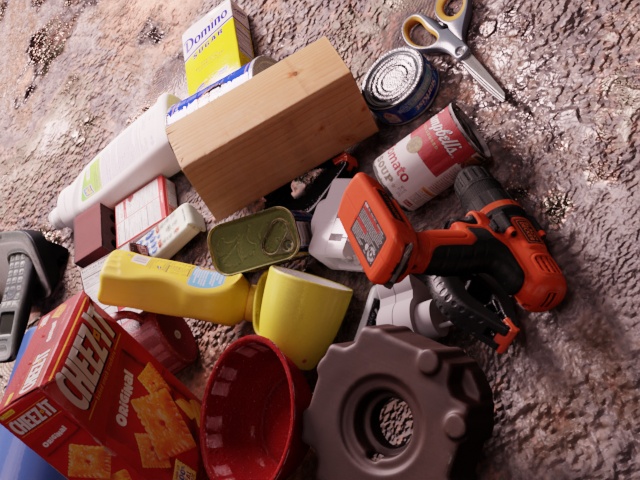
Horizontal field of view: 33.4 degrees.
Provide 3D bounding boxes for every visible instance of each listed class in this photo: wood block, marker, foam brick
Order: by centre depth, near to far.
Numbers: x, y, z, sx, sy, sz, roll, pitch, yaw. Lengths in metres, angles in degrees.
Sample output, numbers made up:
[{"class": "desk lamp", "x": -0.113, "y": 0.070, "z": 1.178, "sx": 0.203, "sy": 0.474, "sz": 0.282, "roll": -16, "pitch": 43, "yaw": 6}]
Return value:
[{"class": "marker", "x": 0.050, "y": 0.078, "z": 1.078, "sx": 0.020, "sy": 0.020, "sz": 0.121, "roll": 2, "pitch": 66, "yaw": 42}, {"class": "wood block", "x": -0.054, "y": -0.123, "z": 1.174, "sx": 0.206, "sy": 0.090, "sz": 0.091, "roll": -30, "pitch": 43, "yaw": 2}, {"class": "foam brick", "x": -0.288, "y": 0.000, "z": 1.403, "sx": 0.051, "sy": 0.053, "sz": 0.078, "roll": -31, "pitch": 48, "yaw": 23}]

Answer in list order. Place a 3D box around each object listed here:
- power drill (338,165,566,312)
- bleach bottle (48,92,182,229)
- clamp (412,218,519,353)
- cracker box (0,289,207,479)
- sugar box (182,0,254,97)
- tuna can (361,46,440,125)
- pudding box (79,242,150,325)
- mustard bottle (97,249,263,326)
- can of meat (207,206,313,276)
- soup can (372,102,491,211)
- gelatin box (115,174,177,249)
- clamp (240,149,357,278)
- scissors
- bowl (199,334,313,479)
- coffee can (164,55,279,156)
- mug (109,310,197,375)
[{"class": "power drill", "x": 0.114, "y": -0.014, "z": 0.965, "sx": 0.057, "sy": 0.187, "sz": 0.184, "roll": -66, "pitch": 33, "yaw": 33}, {"class": "bleach bottle", "x": -0.274, "y": -0.092, "z": 1.444, "sx": 0.251, "sy": 0.068, "sz": 0.102, "roll": -31, "pitch": 47, "yaw": 26}, {"class": "clamp", "x": 0.130, "y": 0.034, "z": 0.998, "sx": 0.172, "sy": 0.120, "sz": 0.039, "roll": 47, "pitch": 132, "yaw": 27}, {"class": "cracker box", "x": -0.201, "y": 0.176, "z": 1.063, "sx": 0.072, "sy": 0.213, "sz": 0.164, "roll": -34, "pitch": 23, "yaw": 20}, {"class": "sugar box", "x": -0.135, "y": -0.236, "z": 1.422, "sx": 0.093, "sy": 0.048, "sz": 0.176, "roll": -33, "pitch": 48, "yaw": 22}, {"class": "tuna can", "x": 0.088, "y": -0.173, "z": 1.194, "sx": 0.086, "sy": 0.033, "sz": 0.086, "roll": -22, "pitch": 51, "yaw": 30}, {"class": "pudding box", "x": -0.243, "y": 0.071, "z": 1.307, "sx": 0.090, "sy": 0.039, "sz": 0.113, "roll": -28, "pitch": 65, "yaw": 27}, {"class": "mustard bottle", "x": -0.141, "y": 0.056, "z": 1.173, "sx": 0.096, "sy": 0.191, "sz": 0.058, "roll": -77, "pitch": -3, "yaw": -79}, {"class": "can of meat", "x": -0.057, "y": 0.001, "z": 1.153, "sx": 0.102, "sy": 0.083, "sz": 0.057, "roll": -17, "pitch": 84, "yaw": 19}, {"class": "soup can", "x": 0.113, "y": -0.084, "z": 1.091, "sx": 0.102, "sy": 0.068, "sz": 0.068, "roll": -35, "pitch": 46, "yaw": 20}, {"class": "gelatin box", "x": -0.226, "y": -0.031, "z": 1.384, "sx": 0.089, "sy": 0.030, "sz": 0.073, "roll": -31, "pitch": 49, "yaw": 23}, {"class": "clamp", "x": -0.056, "y": -0.057, "z": 1.229, "sx": 0.210, "sy": 0.036, "sz": 0.164, "roll": -32, "pitch": 64, "yaw": 19}, {"class": "scissors", "x": 0.164, "y": -0.222, "z": 1.172, "sx": 0.096, "sy": 0.016, "sz": 0.202, "roll": -53, "pitch": 43, "yaw": 1}, {"class": "bowl", "x": -0.053, "y": 0.175, "z": 1.040, "sx": 0.162, "sy": 0.055, "sz": 0.162, "roll": -20, "pitch": 65, "yaw": 49}, {"class": "coffee can", "x": -0.103, "y": -0.148, "z": 1.297, "sx": 0.141, "sy": 0.102, "sz": 0.103, "roll": -24, "pitch": 51, "yaw": 29}, {"class": "mug", "x": -0.201, "y": 0.116, "z": 1.208, "sx": 0.082, "sy": 0.117, "sz": 0.093, "roll": -32, "pitch": 38, "yaw": 15}]
